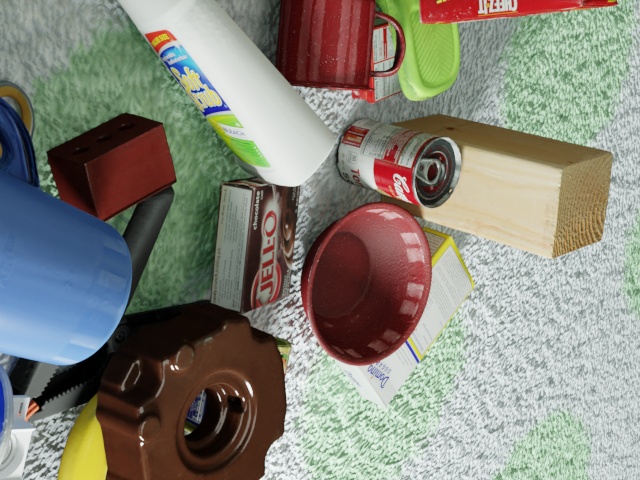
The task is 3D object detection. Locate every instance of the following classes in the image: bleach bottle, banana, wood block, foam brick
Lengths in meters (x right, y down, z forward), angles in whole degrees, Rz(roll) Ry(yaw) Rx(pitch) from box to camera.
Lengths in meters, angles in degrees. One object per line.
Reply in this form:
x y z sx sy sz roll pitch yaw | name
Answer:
-0.091 -0.147 0.831 0.068 0.103 0.250 -51 129 -12 | bleach bottle
-0.179 0.197 0.856 0.069 0.037 0.198 12 92 -32 | banana
0.168 -0.058 1.044 0.090 0.206 0.090 -17 117 -42 | wood block
-0.159 -0.056 0.815 0.078 0.053 0.051 -34 128 -35 | foam brick

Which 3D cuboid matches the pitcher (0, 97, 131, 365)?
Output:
-0.238 -0.008 0.684 0.149 0.145 0.242 -38 142 22 | pitcher

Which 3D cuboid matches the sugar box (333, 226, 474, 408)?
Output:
0.089 0.081 1.137 0.176 0.048 0.093 -48 134 -17 | sugar box

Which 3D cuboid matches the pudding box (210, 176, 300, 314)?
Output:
-0.056 0.001 0.934 0.089 0.039 0.113 -19 115 -65 | pudding box

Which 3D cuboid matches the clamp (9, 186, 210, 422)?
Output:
-0.166 0.073 0.869 0.209 0.036 0.164 -48 141 -18 | clamp

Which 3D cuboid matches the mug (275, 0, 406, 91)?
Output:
0.016 -0.171 0.917 0.117 0.093 0.081 4 100 -4 | mug

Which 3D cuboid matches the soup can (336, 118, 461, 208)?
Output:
0.073 -0.075 1.015 0.068 0.102 0.068 -20 119 -41 | soup can

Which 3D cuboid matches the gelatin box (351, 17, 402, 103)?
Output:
0.067 -0.179 1.023 0.089 0.030 0.073 -26 124 -39 | gelatin box

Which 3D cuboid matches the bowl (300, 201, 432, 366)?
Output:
0.034 0.038 1.044 0.161 0.055 0.162 -10 106 -38 | bowl
